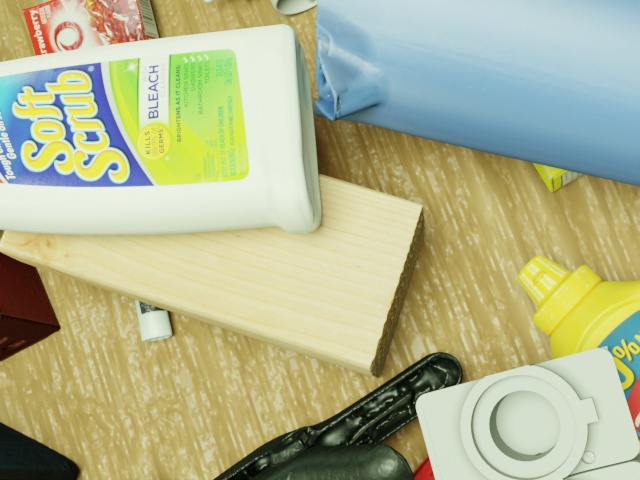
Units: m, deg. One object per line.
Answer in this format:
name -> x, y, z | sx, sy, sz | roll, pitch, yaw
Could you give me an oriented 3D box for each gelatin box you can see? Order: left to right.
gelatin box -> -0.135, -0.109, 0.659 | 0.073, 0.030, 0.089 | -15, 91, 10

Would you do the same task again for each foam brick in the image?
foam brick -> -0.203, 0.039, 0.639 | 0.053, 0.078, 0.051 | -27, 76, 8

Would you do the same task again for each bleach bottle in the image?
bleach bottle -> -0.130, -0.041, 0.528 | 0.251, 0.068, 0.102 | -7, 77, 7

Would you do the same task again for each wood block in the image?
wood block -> -0.054, 0.001, 0.590 | 0.206, 0.090, 0.091 | 17, 82, 9

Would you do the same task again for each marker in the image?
marker -> -0.111, 0.001, 0.652 | 0.020, 0.020, 0.121 | -14, 80, 11

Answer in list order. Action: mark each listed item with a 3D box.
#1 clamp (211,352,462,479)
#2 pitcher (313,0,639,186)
clamp -> 0.002, 0.115, 0.578 | 0.172, 0.120, 0.039 | -26, 94, 36
pitcher -> 0.127, -0.102, 0.514 | 0.243, 0.145, 0.149 | 17, 98, 11
